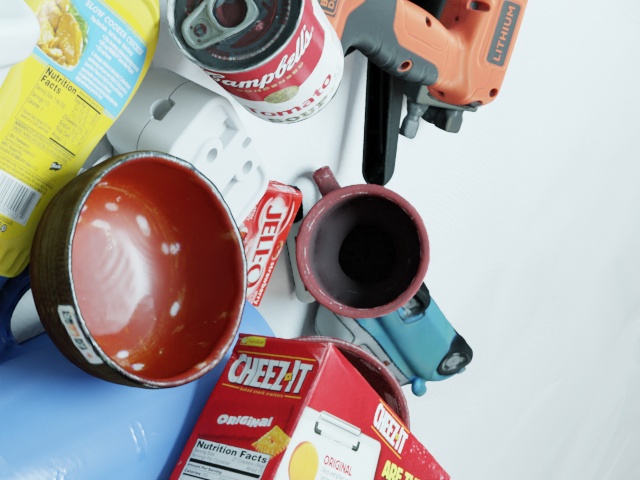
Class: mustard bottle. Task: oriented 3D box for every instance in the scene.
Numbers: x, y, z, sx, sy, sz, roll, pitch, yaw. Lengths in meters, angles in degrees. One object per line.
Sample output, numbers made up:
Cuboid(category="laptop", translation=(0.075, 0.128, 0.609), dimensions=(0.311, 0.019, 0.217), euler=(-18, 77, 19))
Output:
Cuboid(category="mustard bottle", translation=(-0.128, -0.081, 0.500), dimensions=(0.191, 0.058, 0.096), euler=(-58, 151, -5))

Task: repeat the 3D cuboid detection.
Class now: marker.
Cuboid(category="marker", translation=(-0.017, 0.003, 0.795), dimensions=(0.020, 0.020, 0.121), euler=(-45, 148, -27))

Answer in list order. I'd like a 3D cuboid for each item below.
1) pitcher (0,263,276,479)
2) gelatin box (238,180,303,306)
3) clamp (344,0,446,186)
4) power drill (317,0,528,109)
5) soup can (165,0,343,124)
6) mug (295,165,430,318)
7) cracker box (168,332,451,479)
Cuboid(category="pitcher", translation=(-0.135, 0.097, 0.561), dimensions=(0.242, 0.149, 0.145), euler=(-21, 142, -56))
Cuboid(category="gelatin box", translation=(-0.055, 0.001, 0.720), dimensions=(0.073, 0.030, 0.089), euler=(5, 111, -60))
Cuboid(category="clamp", translation=(0.046, -0.145, 0.741), dimensions=(0.210, 0.036, 0.164), euler=(-59, 143, -8))
Cuboid(category="power drill", translation=(0.050, -0.168, 0.665), dimensions=(0.187, 0.057, 0.184), euler=(11, 101, -38))
Cuboid(category="soup can", translation=(-0.030, -0.104, 0.547), dimensions=(0.068, 0.068, 0.102), euler=(-61, 165, -1))
Cuboid(category="mug", translation=(0.027, -0.001, 0.770), dimensions=(0.093, 0.117, 0.081), euler=(-32, 174, 4))
Cuboid(category="cracker box", translation=(-0.024, 0.180, 0.556), dimensions=(0.164, 0.072, 0.213), euler=(52, 54, -43))
